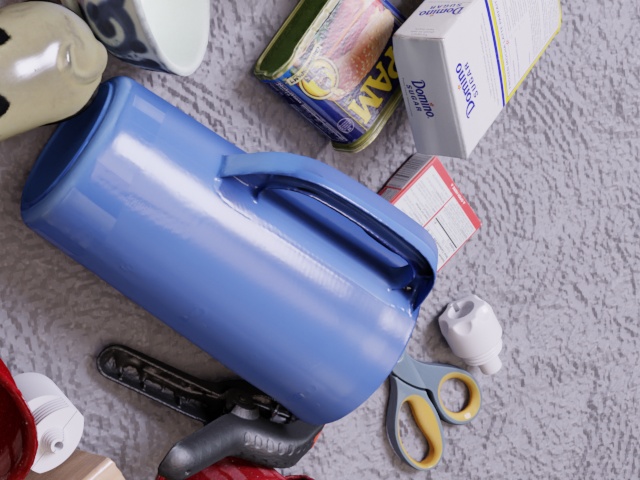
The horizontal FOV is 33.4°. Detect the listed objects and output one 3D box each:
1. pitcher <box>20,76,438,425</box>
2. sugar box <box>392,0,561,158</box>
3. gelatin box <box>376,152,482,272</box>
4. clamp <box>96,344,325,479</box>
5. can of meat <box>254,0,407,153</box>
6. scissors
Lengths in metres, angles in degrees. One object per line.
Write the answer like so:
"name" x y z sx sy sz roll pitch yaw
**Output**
"pitcher" -0.054 0.001 0.673 0.242 0.145 0.149 36 89 -25
"sugar box" 0.112 -0.144 0.741 0.176 0.048 0.093 -48 135 -37
"gelatin box" 0.068 -0.010 0.800 0.089 0.030 0.073 -45 118 -13
"clamp" -0.070 0.115 0.726 0.171 0.120 0.039 14 118 -50
"can of meat" 0.016 -0.126 0.734 0.083 0.058 0.102 38 81 -26
"scissors" 0.073 0.085 0.829 0.096 0.016 0.202 -23 110 -24
